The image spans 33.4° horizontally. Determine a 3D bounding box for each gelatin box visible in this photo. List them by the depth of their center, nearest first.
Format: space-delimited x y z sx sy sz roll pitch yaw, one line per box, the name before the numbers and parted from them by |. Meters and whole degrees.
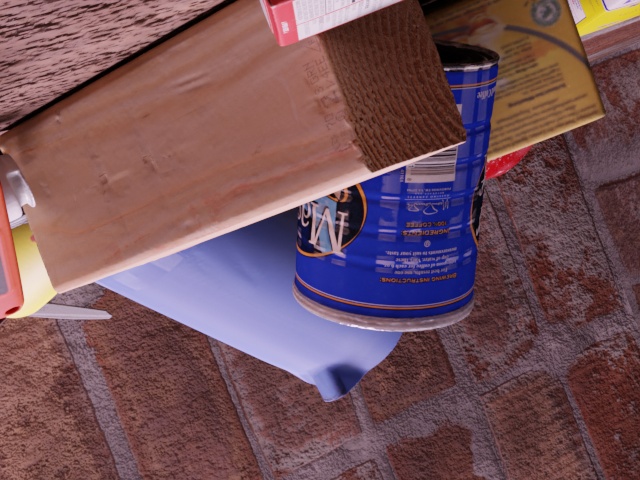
gelatin box | 0.020 -0.103 0.378 0.089 0.030 0.073 -21 -179 1

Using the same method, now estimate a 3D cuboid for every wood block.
wood block | -0.048 -0.050 0.515 0.207 0.090 0.090 -19 -177 38

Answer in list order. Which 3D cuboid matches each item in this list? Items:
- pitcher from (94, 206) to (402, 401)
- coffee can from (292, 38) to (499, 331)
pitcher | -0.055 0.001 0.741 0.242 0.145 0.149 28 -175 -46
coffee can | 0.039 -0.034 0.581 0.103 0.140 0.103 3 -162 -1
